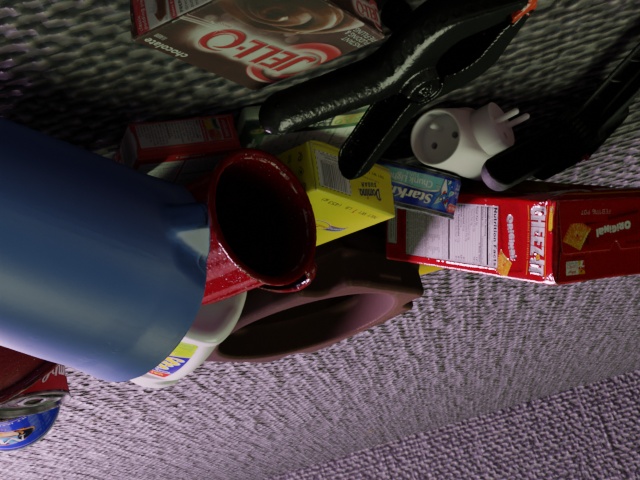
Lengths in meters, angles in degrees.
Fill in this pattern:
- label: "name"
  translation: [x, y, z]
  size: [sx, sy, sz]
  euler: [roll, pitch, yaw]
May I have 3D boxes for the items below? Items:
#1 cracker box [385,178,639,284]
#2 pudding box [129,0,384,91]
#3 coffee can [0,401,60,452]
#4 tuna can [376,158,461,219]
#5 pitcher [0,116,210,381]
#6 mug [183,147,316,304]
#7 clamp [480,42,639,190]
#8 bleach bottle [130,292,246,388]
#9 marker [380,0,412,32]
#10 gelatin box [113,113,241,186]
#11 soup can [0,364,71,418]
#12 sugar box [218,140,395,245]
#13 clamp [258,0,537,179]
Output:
- label: "cracker box"
  translation: [0.181, -0.014, 0.892]
  size: [0.163, 0.072, 0.214]
  euler: [-5, -173, -31]
- label: "pudding box"
  translation: [-0.032, -0.121, 0.563]
  size: [0.090, 0.039, 0.113]
  euler: [-19, 162, 28]
- label: "coffee can"
  translation: [-0.300, 0.137, 1.009]
  size: [0.102, 0.103, 0.140]
  euler: [-11, 161, -15]
- label: "tuna can"
  translation: [0.066, -0.042, 0.839]
  size: [0.086, 0.034, 0.086]
  euler: [13, -178, -1]
- label: "pitcher"
  translation: [-0.195, -0.004, 0.600]
  size: [0.145, 0.149, 0.242]
  euler: [27, -179, 43]
- label: "mug"
  translation: [-0.055, 0.001, 0.718]
  size: [0.117, 0.093, 0.082]
  euler: [34, 141, -32]
- label: "clamp"
  translation: [0.208, -0.092, 0.831]
  size: [0.165, 0.036, 0.209]
  euler: [-39, 169, 15]
- label: "bleach bottle"
  translation: [-0.127, 0.075, 0.866]
  size: [0.102, 0.068, 0.251]
  euler: [22, 156, -3]
- label: "marker"
  translation: [0.066, -0.124, 0.679]
  size: [0.020, 0.020, 0.121]
  euler: [-22, 161, 19]
- label: "gelatin box"
  translation: [-0.103, -0.052, 0.733]
  size: [0.073, 0.030, 0.089]
  euler: [-9, 161, -25]
- label: "soup can"
  translation: [-0.258, 0.094, 0.918]
  size: [0.068, 0.102, 0.068]
  euler: [-14, 162, -5]
- label: "sugar box"
  translation: [-0.041, -0.018, 0.807]
  size: [0.177, 0.048, 0.093]
  euler: [-24, 153, 36]
- label: "clamp"
  translation: [0.054, -0.096, 0.648]
  size: [0.171, 0.039, 0.120]
  euler: [-29, 162, 10]
